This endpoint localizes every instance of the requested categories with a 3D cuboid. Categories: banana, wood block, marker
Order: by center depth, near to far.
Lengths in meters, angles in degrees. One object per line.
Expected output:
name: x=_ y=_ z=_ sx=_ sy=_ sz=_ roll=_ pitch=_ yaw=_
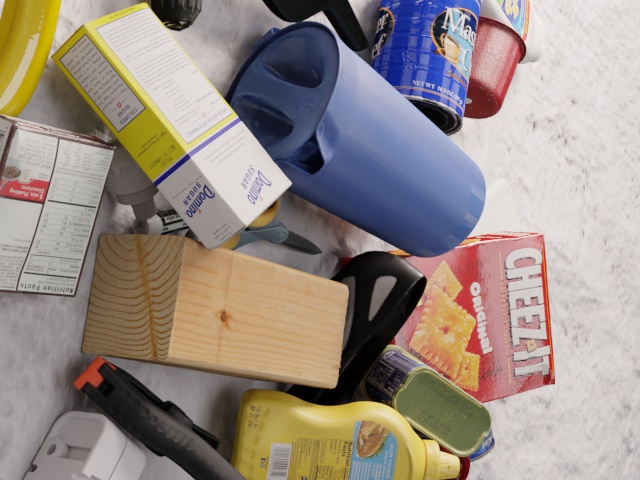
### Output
banana: x=-0.194 y=-0.152 z=0.690 sx=0.069 sy=0.037 sz=0.198 roll=-13 pitch=121 yaw=-80
wood block: x=-0.075 y=0.059 z=0.841 sx=0.205 sy=0.090 sz=0.091 roll=20 pitch=75 yaw=-52
marker: x=-0.103 y=-0.020 z=0.863 sx=0.120 sy=0.020 sz=0.020 roll=-18 pitch=104 yaw=-52

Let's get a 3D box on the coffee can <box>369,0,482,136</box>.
coffee can: x=0.102 y=-0.187 z=1.075 sx=0.102 sy=0.103 sz=0.140 roll=28 pitch=67 yaw=-50

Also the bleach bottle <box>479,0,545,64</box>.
bleach bottle: x=0.207 y=-0.286 z=1.256 sx=0.250 sy=0.068 sz=0.102 roll=31 pitch=65 yaw=-52

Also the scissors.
scissors: x=-0.056 y=0.001 z=0.918 sx=0.096 sy=0.016 sz=0.201 roll=-33 pitch=156 yaw=-3

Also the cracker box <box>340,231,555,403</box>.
cracker box: x=0.133 y=0.084 z=1.076 sx=0.213 sy=0.072 sz=0.164 roll=-8 pitch=97 yaw=-28

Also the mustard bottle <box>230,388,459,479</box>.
mustard bottle: x=0.023 y=0.182 z=0.898 sx=0.058 sy=0.191 sz=0.096 roll=-117 pitch=-145 yaw=-77

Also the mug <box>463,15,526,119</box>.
mug: x=0.162 y=-0.194 z=1.180 sx=0.117 sy=0.093 sz=0.081 roll=28 pitch=68 yaw=-16

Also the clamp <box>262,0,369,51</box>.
clamp: x=0.005 y=-0.233 z=0.958 sx=0.209 sy=0.036 sz=0.165 roll=-24 pitch=140 yaw=-45

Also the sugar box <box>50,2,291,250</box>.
sugar box: x=-0.104 y=-0.084 z=0.769 sx=0.176 sy=0.048 sz=0.093 roll=54 pitch=30 yaw=-6

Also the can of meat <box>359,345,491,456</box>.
can of meat: x=0.097 y=0.146 z=0.967 sx=0.102 sy=0.084 sz=0.057 roll=35 pitch=85 yaw=-17

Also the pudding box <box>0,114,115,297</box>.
pudding box: x=-0.192 y=-0.021 z=0.705 sx=0.089 sy=0.039 sz=0.113 roll=10 pitch=100 yaw=-54

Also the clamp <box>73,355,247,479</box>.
clamp: x=-0.115 y=0.141 z=0.801 sx=0.039 sy=0.120 sz=0.171 roll=-49 pitch=112 yaw=-12

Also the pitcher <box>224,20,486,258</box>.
pitcher: x=0.036 y=-0.084 z=0.942 sx=0.242 sy=0.145 sz=0.149 roll=31 pitch=72 yaw=-42
